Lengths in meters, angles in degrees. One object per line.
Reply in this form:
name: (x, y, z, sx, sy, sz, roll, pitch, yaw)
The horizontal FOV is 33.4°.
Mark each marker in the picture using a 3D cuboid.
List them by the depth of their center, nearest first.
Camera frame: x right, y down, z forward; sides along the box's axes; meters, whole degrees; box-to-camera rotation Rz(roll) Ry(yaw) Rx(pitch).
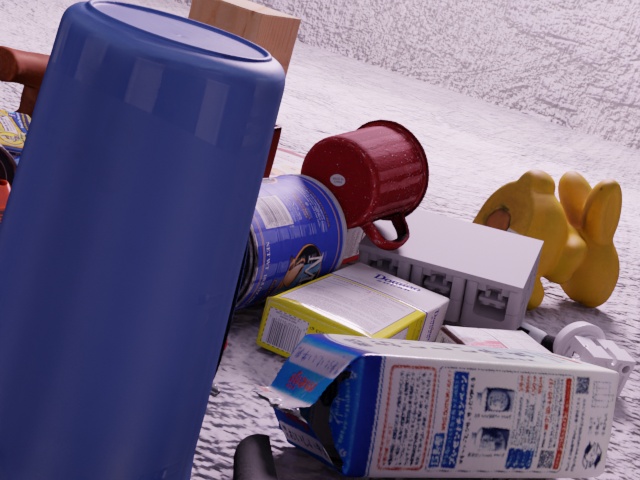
marker: (0.177, 0.079, 0.980, 0.121, 0.020, 0.020, 26, 19, 31)

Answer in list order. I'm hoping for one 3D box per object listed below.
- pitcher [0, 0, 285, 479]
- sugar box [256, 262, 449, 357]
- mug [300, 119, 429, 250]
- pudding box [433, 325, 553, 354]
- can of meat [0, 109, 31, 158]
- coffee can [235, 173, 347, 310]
pitcher: (-0.095, 0.011, 0.538, 0.145, 0.243, 0.149, 14, 17, -15)
sugar box: (0.031, 0.063, 0.848, 0.093, 0.048, 0.176, 22, 13, 21)
mug: (0.040, -0.045, 0.934, 0.093, 0.117, 0.081, -26, -4, 37)
pudding box: (0.151, 0.107, 0.830, 0.089, 0.039, 0.114, 7, 20, -31)
can of meat: (-0.308, -0.086, 0.983, 0.083, 0.057, 0.102, 9, 28, -31)
coffee can: (-0.056, 0.001, 0.867, 0.103, 0.103, 0.140, 24, 18, 26)
